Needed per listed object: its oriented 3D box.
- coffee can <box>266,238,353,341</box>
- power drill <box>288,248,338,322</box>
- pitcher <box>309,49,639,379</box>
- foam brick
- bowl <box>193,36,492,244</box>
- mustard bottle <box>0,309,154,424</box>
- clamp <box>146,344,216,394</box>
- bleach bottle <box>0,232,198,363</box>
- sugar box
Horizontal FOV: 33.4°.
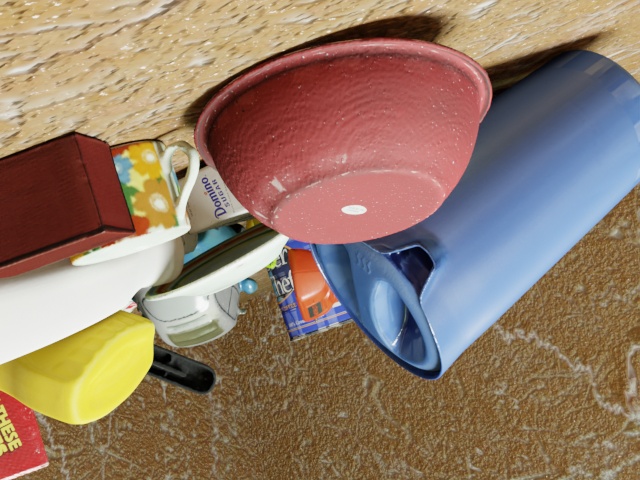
[{"bbox_3d":[-0.007,0.027,1.161,0.103,0.140,0.103,-19,176,-1],"label":"coffee can"},{"bbox_3d":[0.067,0.024,0.991,0.187,0.057,0.184,-9,162,-1],"label":"power drill"},{"bbox_3d":[0.118,-0.024,0.752,0.242,0.145,0.149,-38,-142,-17],"label":"pitcher"},{"bbox_3d":[-0.144,-0.016,0.547,0.078,0.051,0.053,-19,177,7],"label":"foam brick"},{"bbox_3d":[0.016,-0.041,0.564,0.162,0.055,0.162,-8,158,-3],"label":"bowl"},{"bbox_3d":[-0.213,0.058,0.709,0.192,0.058,0.096,17,-152,19],"label":"mustard bottle"},{"bbox_3d":[-0.200,0.068,0.844,0.210,0.036,0.164,19,171,20],"label":"clamp"},{"bbox_3d":[-0.162,0.020,0.658,0.250,0.103,0.068,-16,131,-54],"label":"bleach bottle"},{"bbox_3d":[-0.006,-0.055,0.711,0.177,0.048,0.093,-18,180,37],"label":"sugar box"}]
